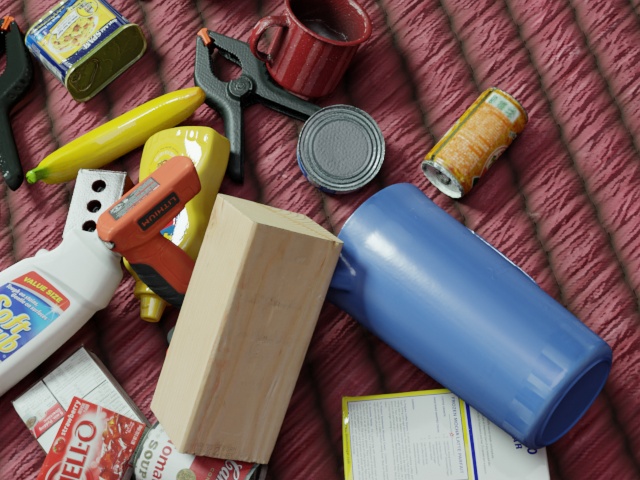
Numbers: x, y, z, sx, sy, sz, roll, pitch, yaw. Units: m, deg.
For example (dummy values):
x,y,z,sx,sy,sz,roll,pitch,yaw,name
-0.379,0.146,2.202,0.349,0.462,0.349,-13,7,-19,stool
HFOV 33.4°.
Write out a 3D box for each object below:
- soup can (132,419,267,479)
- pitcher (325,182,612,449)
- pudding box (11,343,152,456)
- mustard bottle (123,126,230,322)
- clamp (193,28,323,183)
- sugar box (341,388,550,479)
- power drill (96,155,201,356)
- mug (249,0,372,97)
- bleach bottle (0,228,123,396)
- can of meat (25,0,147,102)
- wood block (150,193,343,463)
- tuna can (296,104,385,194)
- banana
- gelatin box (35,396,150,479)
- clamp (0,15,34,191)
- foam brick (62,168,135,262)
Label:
x,y,z,sx,sy,sz,roll,pitch,yaw,name
-0.107,0.206,0.950,0.102,0.068,0.068,22,72,15,soup can
0.132,0.063,0.928,0.149,0.145,0.243,-47,60,-7,pitcher
-0.220,0.167,0.994,0.090,0.039,0.113,-39,72,-10,pudding box
-0.147,-0.014,1.040,0.096,0.058,0.191,-5,66,34,mustard bottle
-0.085,-0.142,1.102,0.120,0.039,0.171,-39,72,-15,clamp
0.108,0.180,0.948,0.176,0.048,0.093,-4,66,2,sugar box
-0.098,0.017,0.974,0.184,0.187,0.057,-40,25,-11,power drill
-0.016,-0.199,1.072,0.117,0.082,0.093,-3,53,-29,mug
-0.281,0.065,0.994,0.251,0.068,0.102,-40,78,5,bleach bottle
-0.252,-0.212,1.139,0.102,0.057,0.084,-42,68,-11,can of meat
-0.066,0.077,0.924,0.090,0.091,0.206,13,101,-28,wood block
0.019,-0.089,1.058,0.086,0.034,0.086,0,85,-5,tuna can
-0.207,-0.102,1.088,0.197,0.070,0.037,-31,109,-13,banana
-0.202,0.193,0.945,0.073,0.030,0.089,20,73,10,gelatin box
-0.352,-0.144,1.128,0.165,0.036,0.210,15,66,16,clamp
-0.218,-0.024,1.063,0.053,0.051,0.078,5,69,9,foam brick
